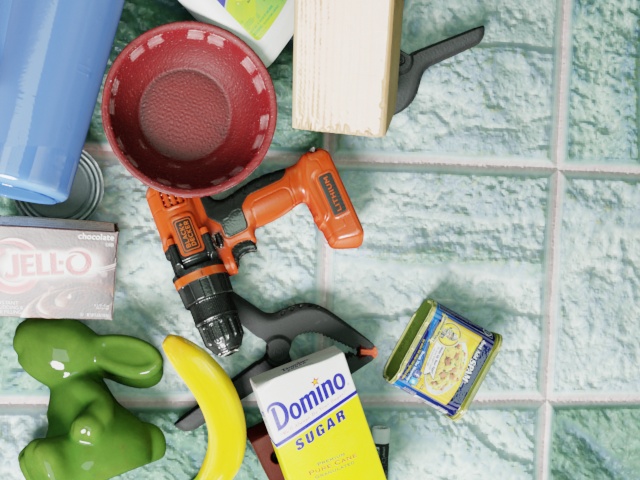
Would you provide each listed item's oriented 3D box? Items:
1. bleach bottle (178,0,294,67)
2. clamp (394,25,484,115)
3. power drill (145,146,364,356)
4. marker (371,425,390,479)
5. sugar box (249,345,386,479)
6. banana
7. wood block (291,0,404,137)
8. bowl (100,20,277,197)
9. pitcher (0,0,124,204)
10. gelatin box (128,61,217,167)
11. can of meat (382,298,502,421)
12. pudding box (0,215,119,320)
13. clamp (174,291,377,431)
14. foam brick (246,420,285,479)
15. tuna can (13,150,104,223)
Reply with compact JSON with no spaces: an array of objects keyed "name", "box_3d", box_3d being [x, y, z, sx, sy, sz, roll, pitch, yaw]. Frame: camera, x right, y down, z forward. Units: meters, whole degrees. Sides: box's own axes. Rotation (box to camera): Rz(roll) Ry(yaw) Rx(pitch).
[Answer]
[{"name":"bleach bottle","box_3d":[-0.123,-0.271,0.978,0.250,0.068,0.102,39,78,-30]},{"name":"clamp","box_3d":[0.071,-0.193,1.075,0.120,0.039,0.171,45,85,-7]},{"name":"power drill","box_3d":[-0.057,0.001,1.032,0.187,0.057,0.184,-20,79,-13]},{"name":"marker","box_3d":[0.061,0.254,1.113,0.020,0.020,0.121,1,93,-12]},{"name":"sugar box","box_3d":[0.004,0.200,1.031,0.093,0.048,0.176,-21,100,-10]},{"name":"banana","box_3d":[-0.107,0.172,1.029,0.069,0.037,0.198,-10,120,-14]},{"name":"wood block","box_3d":[0.027,-0.208,0.971,0.091,0.090,0.206,7,120,9]},{"name":"bowl","box_3d":[-0.124,-0.120,0.999,0.162,0.055,0.162,0,91,-13]},{"name":"pitcher","box_3d":[-0.257,-0.163,0.939,0.149,0.145,0.243,13,83,-16]},{"name":"gelatin box","box_3d":[-0.154,-0.121,1.038,0.073,0.030,0.089,31,87,-12]},{"name":"can of meat","box_3d":[0.124,0.121,1.098,0.084,0.057,0.102,29,87,-10]},{"name":"pudding box","box_3d":[-0.248,0.026,0.998,0.113,0.039,0.090,2,110,-15]},{"name":"clamp","box_3d":[-0.050,0.119,1.072,0.210,0.036,0.164,8,94,-8]},{"name":"foam brick","box_3d":[-0.029,0.202,1.074,0.078,0.051,0.053,-27,99,-9]},{"name":"tuna can","box_3d":[-0.251,-0.052,1.022,0.086,0.034,0.086,-1,94,-11]}]
